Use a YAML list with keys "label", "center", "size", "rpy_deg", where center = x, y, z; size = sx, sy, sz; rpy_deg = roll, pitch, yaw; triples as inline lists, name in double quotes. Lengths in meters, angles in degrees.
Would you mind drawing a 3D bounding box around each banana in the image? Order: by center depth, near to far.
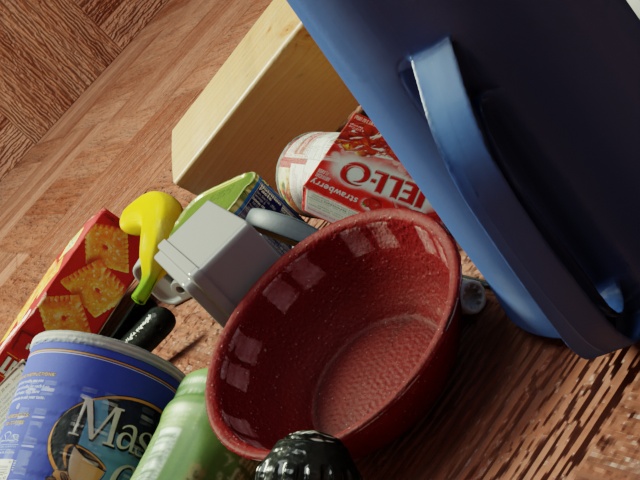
- label: "banana"
  center: [-0.145, -0.010, 0.908]
  size: [0.069, 0.037, 0.198]
  rpy_deg: [-43, 20, 4]

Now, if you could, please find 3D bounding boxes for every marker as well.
- label: "marker"
  center: [0.052, 0.035, 0.628]
  size: [0.020, 0.020, 0.121]
  rpy_deg: [-54, 22, -22]

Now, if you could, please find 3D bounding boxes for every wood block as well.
- label: "wood block"
  center: [-0.036, -0.126, 0.929]
  size: [0.206, 0.090, 0.090]
  rpy_deg: [-48, 30, 26]

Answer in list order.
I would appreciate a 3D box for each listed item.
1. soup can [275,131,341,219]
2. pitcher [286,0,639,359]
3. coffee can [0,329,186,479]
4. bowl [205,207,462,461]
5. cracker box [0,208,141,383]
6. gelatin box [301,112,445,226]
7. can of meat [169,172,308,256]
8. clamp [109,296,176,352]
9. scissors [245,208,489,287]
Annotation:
- label: "soup can"
  center: [0.016, -0.046, 0.781]
  size: [0.068, 0.068, 0.102]
  rpy_deg: [-49, 21, -11]
- label: "pitcher"
  center: [0.076, -0.072, 0.464]
  size: [0.145, 0.242, 0.149]
  rpy_deg: [-47, 27, -10]
- label: "coffee can"
  center: [-0.146, 0.138, 0.642]
  size: [0.103, 0.102, 0.140]
  rpy_deg: [-20, 48, 49]
- label: "bowl"
  center: [0.017, 0.060, 0.569]
  size: [0.162, 0.055, 0.162]
  rpy_deg: [-28, 35, 21]
- label: "cracker box"
  center: [-0.261, 0.091, 1.015]
  size: [0.164, 0.072, 0.213]
  rpy_deg: [-39, 18, 49]
- label: "gelatin box"
  center: [0.043, -0.035, 0.685]
  size: [0.073, 0.089, 0.030]
  rpy_deg: [-56, -16, -32]
- label: "can of meat"
  center: [-0.055, 0.001, 0.807]
  size: [0.102, 0.084, 0.057]
  rpy_deg: [-20, 32, 50]
- label: "clamp"
  center: [-0.185, 0.114, 0.909]
  size: [0.171, 0.039, 0.120]
  rpy_deg: [-48, 8, -1]
- label: "scissors"
  center: [0.017, 0.004, 0.663]
  size: [0.202, 0.096, 0.016]
  rpy_deg: [2, 69, 67]
